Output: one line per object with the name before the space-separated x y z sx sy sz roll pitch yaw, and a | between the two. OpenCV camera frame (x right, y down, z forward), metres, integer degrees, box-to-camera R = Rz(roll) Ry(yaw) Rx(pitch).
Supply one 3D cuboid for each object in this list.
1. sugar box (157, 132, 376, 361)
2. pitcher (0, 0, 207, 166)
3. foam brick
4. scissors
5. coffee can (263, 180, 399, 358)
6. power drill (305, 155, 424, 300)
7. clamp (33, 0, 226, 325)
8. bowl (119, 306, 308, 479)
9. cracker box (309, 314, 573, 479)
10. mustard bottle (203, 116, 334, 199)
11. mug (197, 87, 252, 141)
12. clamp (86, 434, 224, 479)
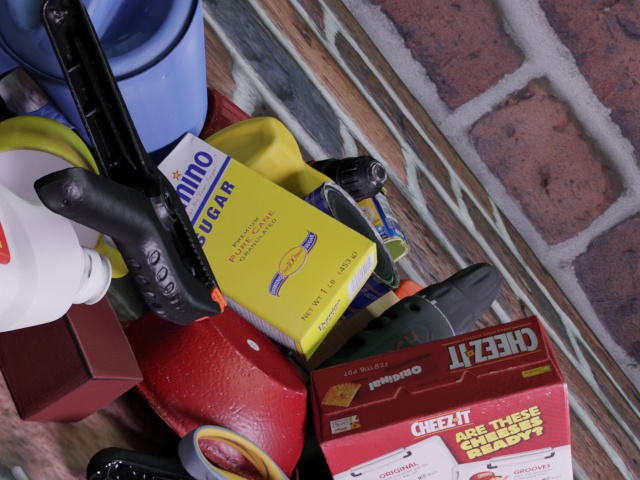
sugar box | -0.055 0.001 0.779 0.176 0.093 0.048 31 -20 18
pitcher | -0.151 -0.127 0.755 0.243 0.149 0.145 99 -2 -78
foam brick | -0.146 0.058 0.602 0.078 0.051 0.053 61 16 20
scissors | -0.004 0.178 0.635 0.201 0.016 0.096 36 32 -23
coffee can | -0.022 0.033 0.860 0.102 0.140 0.103 50 16 -20
power drill | 0.029 0.002 1.061 0.057 0.185 0.187 -48 115 -35
clamp | -0.106 -0.029 0.605 0.210 0.036 0.164 63 11 -52
bowl | -0.060 0.091 0.712 0.162 0.055 0.162 41 6 -6
cracker box | 0.095 0.160 0.770 0.072 0.164 0.213 -102 176 -46
mustard bottle | -0.032 -0.027 0.918 0.191 0.096 0.058 44 24 -51
mug | -0.093 -0.082 0.982 0.081 0.093 0.117 36 17 -39
clamp | -0.067 0.165 0.641 0.120 0.039 0.171 59 15 9
